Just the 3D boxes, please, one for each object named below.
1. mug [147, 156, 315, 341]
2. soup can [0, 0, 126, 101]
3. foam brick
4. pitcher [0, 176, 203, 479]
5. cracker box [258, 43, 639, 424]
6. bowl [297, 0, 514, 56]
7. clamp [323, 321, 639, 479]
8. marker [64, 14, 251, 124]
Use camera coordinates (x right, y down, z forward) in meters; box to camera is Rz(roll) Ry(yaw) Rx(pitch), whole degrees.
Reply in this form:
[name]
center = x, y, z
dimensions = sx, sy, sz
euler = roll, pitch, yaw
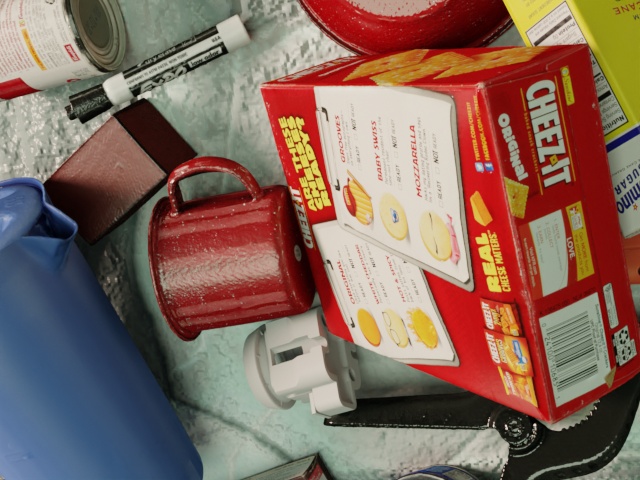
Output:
[mug]
center = -0.054, 0.001, 0.657
dimensions = 0.081, 0.093, 0.117
euler = -10, 116, 13
[soup can]
center = -0.180, -0.125, 0.658
dimensions = 0.102, 0.068, 0.068
euler = -11, 106, 18
[foam brick]
center = -0.129, -0.044, 0.682
dimensions = 0.078, 0.053, 0.051
euler = -39, 96, 24
[pitcher]
center = -0.185, 0.093, 0.689
dimensions = 0.144, 0.149, 0.242
euler = -38, 119, -19
[cracker box]
center = 0.062, -0.015, 0.565
dimensions = 0.072, 0.214, 0.164
euler = -22, 107, -24
[bowl]
center = 0.046, -0.170, 0.587
dimensions = 0.162, 0.055, 0.162
euler = 5, 111, 14
[clamp]
center = 0.124, 0.127, 0.656
dimensions = 0.210, 0.036, 0.164
euler = -32, 71, 10
[marker]
center = -0.100, -0.103, 0.650
dimensions = 0.121, 0.020, 0.020
euler = -26, 102, 2
